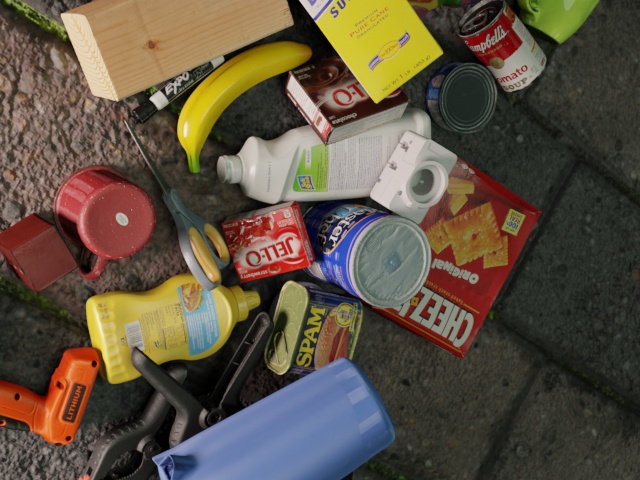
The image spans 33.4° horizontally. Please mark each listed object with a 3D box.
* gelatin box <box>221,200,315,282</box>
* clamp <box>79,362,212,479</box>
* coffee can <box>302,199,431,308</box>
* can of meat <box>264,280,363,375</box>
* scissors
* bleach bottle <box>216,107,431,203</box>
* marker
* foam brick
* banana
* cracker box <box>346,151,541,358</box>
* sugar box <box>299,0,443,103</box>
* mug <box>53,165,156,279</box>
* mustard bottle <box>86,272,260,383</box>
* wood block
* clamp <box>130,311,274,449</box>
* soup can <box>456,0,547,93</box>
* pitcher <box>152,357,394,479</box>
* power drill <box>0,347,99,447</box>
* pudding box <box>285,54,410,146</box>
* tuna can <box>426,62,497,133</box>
[{"bbox_3d":[-0.058,0.001,1.195,0.089,0.030,0.073,-13,106,17],"label":"gelatin box"},{"bbox_3d":[-0.187,0.229,1.201,0.171,0.039,0.120,-42,119,-10],"label":"clamp"},{"bbox_3d":[0.046,0.011,1.220,0.102,0.140,0.103,-6,104,-27],"label":"coffee can"},{"bbox_3d":[-0.006,0.104,1.200,0.083,0.058,0.102,13,95,-33],"label":"can of meat"},{"bbox_3d":[-0.151,-0.041,1.166,0.016,0.096,0.202,-25,86,20],"label":"scissors"},{"bbox_3d":[0.004,-0.097,1.221,0.250,0.068,0.102,-5,104,-25],"label":"bleach bottle"},{"bbox_3d":[-0.154,-0.165,1.144,0.121,0.020,0.020,-41,117,-15],"label":"marker"},{"bbox_3d":[-0.288,0.012,1.076,0.051,0.078,0.053,-35,115,-20],"label":"foam brick"},{"bbox_3d":[-0.093,-0.165,1.171,0.197,0.037,0.069,-46,139,-11],"label":"banana"},{"bbox_3d":[0.156,0.016,1.320,0.164,0.072,0.213,30,87,-30],"label":"cracker box"},{"bbox_3d":[0.042,-0.243,1.128,0.093,0.048,0.176,-37,112,7],"label":"sugar box"},{"bbox_3d":[-0.224,-0.016,1.102,0.093,0.082,0.117,19,91,-30],"label":"mug"},{"bbox_3d":[-0.155,0.087,1.175,0.191,0.058,0.096,-14,100,-25],"label":"mustard bottle"},{"bbox_3d":[-0.145,-0.227,1.096,0.205,0.090,0.091,-28,113,-21],"label":"wood block"},{"bbox_3d":[-0.115,0.181,1.185,0.164,0.036,0.210,-20,120,-23],"label":"clamp"},{"bbox_3d":[0.223,-0.238,1.304,0.102,0.069,0.068,45,78,-28],"label":"soup can"},{"bbox_3d":[-0.044,0.236,1.145,0.242,0.149,0.145,-30,86,-9],"label":"pitcher"},{"bbox_3d":[-0.327,0.128,1.093,0.187,0.057,0.184,17,96,-27],"label":"power drill"},{"bbox_3d":[0.030,-0.163,1.201,0.113,0.090,0.039,-24,155,-26],"label":"pudding box"},{"bbox_3d":[0.173,-0.176,1.311,0.086,0.034,0.086,-6,104,-27],"label":"tuna can"}]
